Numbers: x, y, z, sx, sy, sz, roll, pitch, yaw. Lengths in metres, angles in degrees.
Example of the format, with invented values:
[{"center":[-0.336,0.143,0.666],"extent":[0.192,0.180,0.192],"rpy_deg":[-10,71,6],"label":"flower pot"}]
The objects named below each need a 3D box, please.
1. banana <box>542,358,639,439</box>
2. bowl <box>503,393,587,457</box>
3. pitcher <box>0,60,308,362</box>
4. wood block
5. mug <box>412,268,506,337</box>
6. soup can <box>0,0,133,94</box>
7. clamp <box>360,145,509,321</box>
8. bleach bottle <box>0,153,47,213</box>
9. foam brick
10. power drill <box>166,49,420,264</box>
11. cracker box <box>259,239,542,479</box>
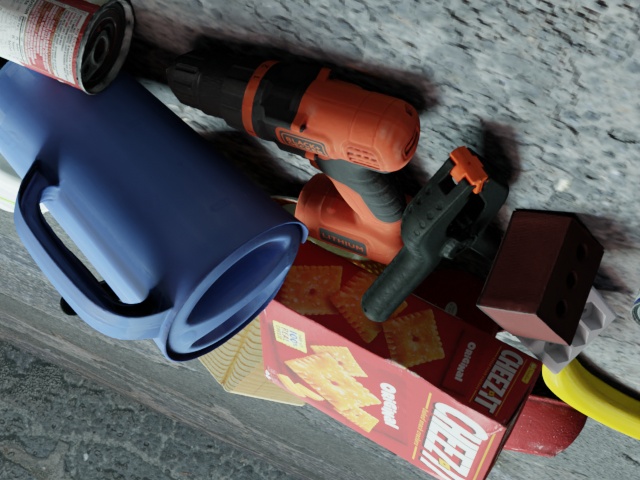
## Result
[{"center":[0.273,0.151,0.998],"extent":[0.197,0.037,0.070],"rpy_deg":[32,162,-19],"label":"banana"},{"center":[0.201,0.190,1.110],"extent":[0.162,0.055,0.162],"rpy_deg":[10,169,2],"label":"bowl"},{"center":[-0.141,-0.035,0.766],"extent":[0.243,0.145,0.149],"rpy_deg":[44,178,18],"label":"pitcher"},{"center":[-0.050,0.105,1.104],"extent":[0.090,0.091,0.206],"rpy_deg":[46,-175,22],"label":"wood block"},{"center":[0.118,0.073,0.928],"extent":[0.117,0.093,0.081],"rpy_deg":[-4,159,-9],"label":"mug"},{"center":[-0.189,-0.149,0.729],"extent":[0.102,0.068,0.068],"rpy_deg":[23,162,11],"label":"soup can"},{"center":[0.095,-0.010,0.737],"extent":[0.039,0.120,0.172],"rpy_deg":[51,151,17],"label":"clamp"},{"center":[-0.320,-0.067,1.141],"extent":[0.102,0.068,0.251],"rpy_deg":[24,166,-22],"label":"bleach bottle"},{"center":[0.154,0.026,0.743],"extent":[0.051,0.078,0.053],"rpy_deg":[5,156,46],"label":"foam brick"},{"center":[-0.005,-0.058,0.755],"extent":[0.185,0.057,0.187],"rpy_deg":[21,163,25],"label":"power drill"},{"center":[0.054,0.106,0.861],"extent":[0.214,0.072,0.164],"rpy_deg":[28,152,15],"label":"cracker box"}]
